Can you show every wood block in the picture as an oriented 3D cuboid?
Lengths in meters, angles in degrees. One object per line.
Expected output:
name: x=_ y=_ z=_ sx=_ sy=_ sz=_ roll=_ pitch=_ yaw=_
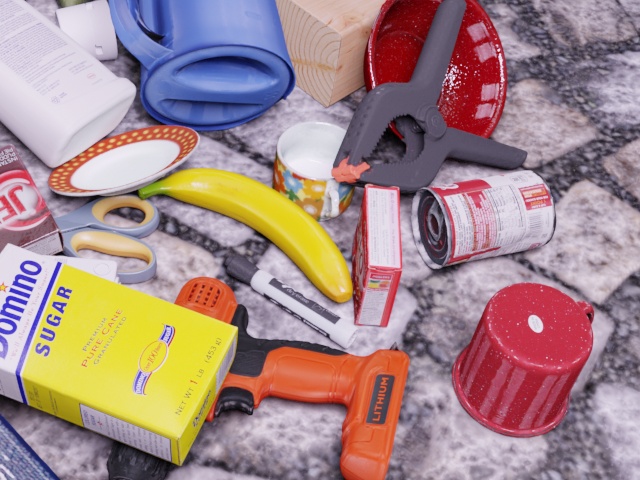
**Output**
wood block: x=0.053 y=-0.226 z=1.040 sx=0.091 sy=0.090 sz=0.205 roll=40 pitch=55 yaw=23

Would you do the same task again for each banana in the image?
banana: x=-0.050 y=-0.014 z=0.876 sx=0.198 sy=0.037 sz=0.069 roll=26 pitch=60 yaw=13

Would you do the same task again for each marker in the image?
marker: x=-0.025 y=0.046 z=0.838 sx=0.121 sy=0.020 sz=0.020 roll=31 pitch=52 yaw=17

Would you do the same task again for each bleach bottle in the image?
bleach bottle: x=-0.279 y=-0.178 z=0.895 sx=0.251 sy=0.068 sz=0.102 roll=44 pitch=45 yaw=2

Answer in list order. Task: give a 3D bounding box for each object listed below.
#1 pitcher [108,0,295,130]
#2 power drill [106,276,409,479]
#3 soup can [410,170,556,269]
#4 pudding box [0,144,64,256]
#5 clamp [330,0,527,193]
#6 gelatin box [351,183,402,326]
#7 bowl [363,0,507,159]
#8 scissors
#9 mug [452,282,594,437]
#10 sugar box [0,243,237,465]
pitcher: x=-0.112 y=-0.232 z=0.942 sx=0.145 sy=0.149 sz=0.243 roll=-9 pitch=67 yaw=-6
power drill: x=-0.040 y=0.117 z=0.749 sx=0.187 sy=0.057 sz=0.184 roll=15 pitch=49 yaw=4
soup can: x=0.136 y=-0.018 z=0.888 sx=0.102 sy=0.068 sz=0.068 roll=-11 pitch=52 yaw=-19
pudding box: x=-0.266 y=-0.012 z=0.819 sx=0.113 sy=0.039 sz=0.090 roll=-27 pitch=66 yaw=-16
clamp: x=0.086 y=-0.110 z=0.909 sx=0.209 sy=0.036 sz=0.164 roll=-26 pitch=100 yaw=-36
gelatin box: x=0.043 y=0.012 z=0.843 sx=0.030 sy=0.073 sz=0.089 roll=4 pitch=49 yaw=-5
bowl: x=0.094 y=-0.152 z=0.974 sx=0.161 sy=0.055 sz=0.162 roll=2 pitch=86 yaw=-33
scissors: x=-0.219 y=-0.020 z=0.866 sx=0.202 sy=0.016 sz=0.096 roll=20 pitch=48 yaw=8
mug: x=0.162 y=0.081 z=0.797 sx=0.117 sy=0.081 sz=0.093 roll=-24 pitch=57 yaw=-27
sugar box: x=-0.153 y=0.072 z=0.707 sx=0.176 sy=0.048 sz=0.093 roll=20 pitch=52 yaw=8
